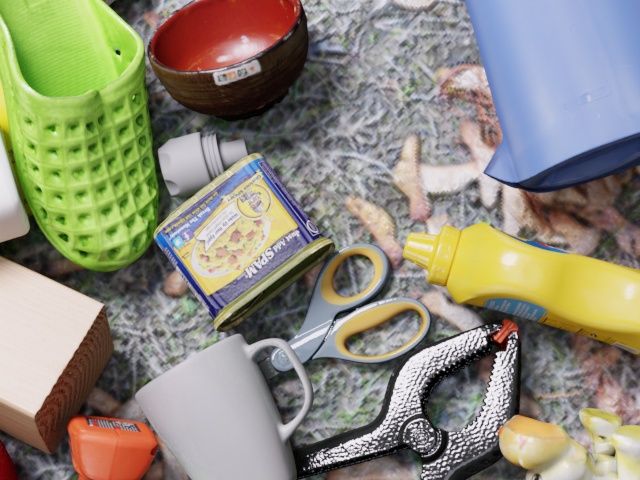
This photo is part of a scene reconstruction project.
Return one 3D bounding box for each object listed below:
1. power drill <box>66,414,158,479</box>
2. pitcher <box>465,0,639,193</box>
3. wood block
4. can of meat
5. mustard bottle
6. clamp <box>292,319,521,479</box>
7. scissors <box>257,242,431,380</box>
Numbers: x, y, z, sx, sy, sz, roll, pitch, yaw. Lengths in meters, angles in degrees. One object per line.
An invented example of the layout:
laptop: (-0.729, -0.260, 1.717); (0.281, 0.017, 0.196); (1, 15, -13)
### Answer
power drill: (-0.147, 0.211, 0.676); (0.057, 0.185, 0.187); (12, 86, -16)
pitcher: (0.170, -0.164, 0.712); (0.149, 0.145, 0.243); (-12, 80, -28)
wood block: (-0.257, 0.054, 0.734); (0.206, 0.090, 0.090); (24, 63, 6)
can of meat: (-0.055, 0.001, 0.751); (0.102, 0.057, 0.084); (-37, 81, 0)
mustard bottle: (0.149, 0.029, 0.711); (0.191, 0.096, 0.058); (16, 87, 6)
clamp: (0.076, 0.147, 0.727); (0.210, 0.036, 0.165); (-45, 69, -3)
scissors: (-0.023, 0.063, 0.763); (0.202, 0.016, 0.096); (-14, 82, 3)
